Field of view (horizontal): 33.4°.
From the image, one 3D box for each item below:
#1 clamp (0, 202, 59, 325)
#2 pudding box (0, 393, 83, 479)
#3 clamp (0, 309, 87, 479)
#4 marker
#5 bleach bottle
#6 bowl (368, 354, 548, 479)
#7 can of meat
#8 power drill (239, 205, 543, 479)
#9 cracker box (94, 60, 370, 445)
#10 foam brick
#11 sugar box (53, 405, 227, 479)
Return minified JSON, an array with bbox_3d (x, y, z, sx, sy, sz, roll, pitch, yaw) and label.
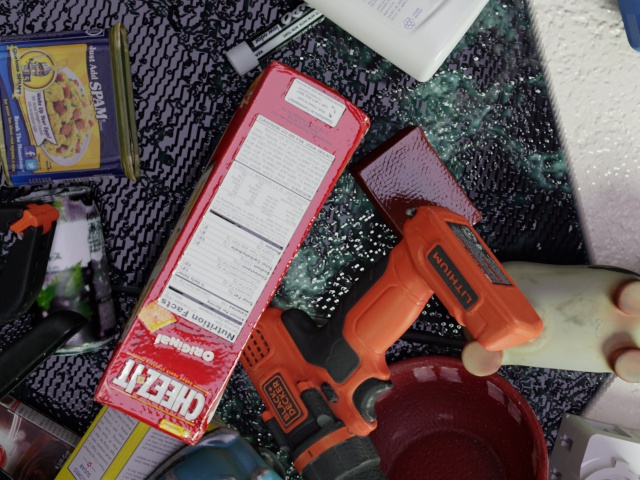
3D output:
[{"bbox_3d":[-0.239,0.024,0.679,0.120,0.039,0.172,43,108,-3],"label":"clamp"},{"bbox_3d":[-0.221,0.164,0.723,0.090,0.039,0.113,33,91,-9],"label":"pudding box"},{"bbox_3d":[-0.225,0.134,0.664,0.210,0.036,0.164,-8,94,18],"label":"clamp"},{"bbox_3d":[-0.009,-0.152,0.719,0.121,0.020,0.020,-34,100,-2],"label":"marker"},{"bbox_3d":[-0.005,-0.213,0.679,0.251,0.068,0.102,37,88,1],"label":"bleach bottle"},{"bbox_3d":[0.078,0.163,0.729,0.162,0.055,0.162,-10,59,17],"label":"bowl"},{"bbox_3d":[-0.164,-0.086,0.690,0.084,0.057,0.102,-5,97,-4],"label":"can of meat"},{"bbox_3d":[0.045,0.084,0.676,0.188,0.057,0.184,-42,68,21],"label":"power drill"},{"bbox_3d":[-0.054,0.001,0.660,0.072,0.164,0.214,28,93,-8],"label":"cracker box"},{"bbox_3d":[0.063,-0.033,0.727,0.053,0.051,0.078,-36,100,-1],"label":"foam brick"},{"bbox_3d":[-0.140,0.182,0.713,0.176,0.048,0.093,-54,139,3],"label":"sugar box"}]
